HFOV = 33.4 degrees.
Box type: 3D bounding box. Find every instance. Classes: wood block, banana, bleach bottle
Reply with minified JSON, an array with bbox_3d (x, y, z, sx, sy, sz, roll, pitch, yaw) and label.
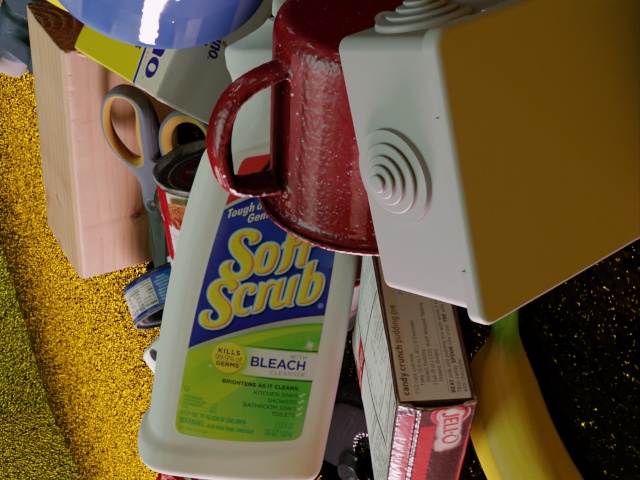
[{"bbox_3d":[-0.171,-0.084,0.856,0.090,0.090,0.206,48,144,43],"label":"wood block"},{"bbox_3d":[0.108,0.116,0.433,0.198,0.037,0.070,60,159,27],"label":"banana"},{"bbox_3d":[-0.030,-0.005,0.535,0.068,0.102,0.251,-99,16,-73],"label":"bleach bottle"}]

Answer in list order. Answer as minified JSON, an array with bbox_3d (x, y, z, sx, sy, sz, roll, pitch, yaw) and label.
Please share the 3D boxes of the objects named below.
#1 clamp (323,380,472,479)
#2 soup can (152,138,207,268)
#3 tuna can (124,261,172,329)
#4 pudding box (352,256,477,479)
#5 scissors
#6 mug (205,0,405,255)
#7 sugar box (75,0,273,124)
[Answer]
[{"bbox_3d":[0.036,0.142,0.626,0.164,0.036,0.210,56,151,1],"label":"clamp"},{"bbox_3d":[-0.054,0.001,0.611,0.069,0.068,0.102,43,146,51],"label":"soup can"},{"bbox_3d":[-0.116,0.041,0.870,0.034,0.086,0.086,68,160,11],"label":"tuna can"},{"bbox_3d":[0.041,0.057,0.495,0.090,0.039,0.113,94,170,-46],"label":"pudding box"},{"bbox_3d":[-0.111,-0.037,0.824,0.202,0.096,0.016,75,-156,-43],"label":"scissors"},{"bbox_3d":[0.010,-0.051,0.424,0.093,0.117,0.081,-126,30,-47],"label":"mug"},{"bbox_3d":[-0.090,-0.134,0.637,0.093,0.048,0.176,-63,29,4],"label":"sugar box"}]
